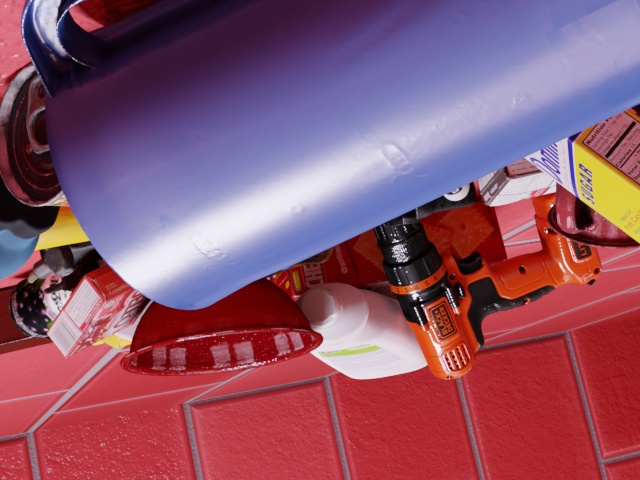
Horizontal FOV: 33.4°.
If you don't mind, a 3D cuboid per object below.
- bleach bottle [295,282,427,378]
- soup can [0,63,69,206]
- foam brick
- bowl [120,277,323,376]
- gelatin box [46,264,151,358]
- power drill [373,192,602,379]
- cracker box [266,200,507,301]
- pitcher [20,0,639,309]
[{"bbox_3d":[0.036,0.080,0.984,0.103,0.068,0.250,-14,164,11],"label":"bleach bottle"},{"bbox_3d":[-0.100,-0.049,0.536,0.069,0.068,0.102,-21,167,37],"label":"soup can"},{"bbox_3d":[-0.292,0.075,0.984,0.078,0.051,0.053,-13,168,0],"label":"foam brick"},{"bbox_3d":[-0.081,0.066,0.851,0.162,0.055,0.162,-8,163,-3],"label":"bowl"},{"bbox_3d":[-0.161,0.046,0.824,0.073,0.030,0.089,-28,165,-47],"label":"gelatin box"},{"bbox_3d":[0.150,0.012,0.966,0.187,0.184,0.057,-26,-158,-7],"label":"power drill"},{"bbox_3d":[0.054,0.025,1.062,0.213,0.072,0.164,-8,166,-14],"label":"cracker box"},{"bbox_3d":[0.013,-0.075,0.421,0.243,0.145,0.149,-22,178,27],"label":"pitcher"}]
